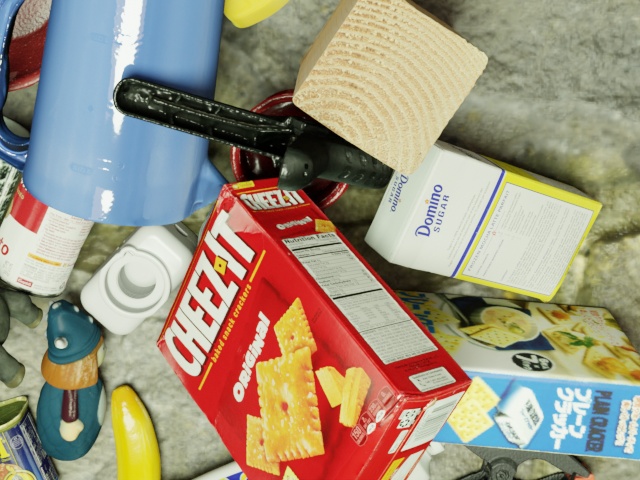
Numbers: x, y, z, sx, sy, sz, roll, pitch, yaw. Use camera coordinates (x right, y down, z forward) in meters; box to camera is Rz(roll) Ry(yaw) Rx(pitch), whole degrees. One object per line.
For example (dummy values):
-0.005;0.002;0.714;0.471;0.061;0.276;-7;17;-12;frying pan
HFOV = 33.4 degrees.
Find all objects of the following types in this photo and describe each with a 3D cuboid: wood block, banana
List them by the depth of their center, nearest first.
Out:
0.044;-0.124;0.744;0.090;0.206;0.091;32;104;-8;wood block
-0.175;0.223;0.932;0.069;0.037;0.198;19;105;-5;banana

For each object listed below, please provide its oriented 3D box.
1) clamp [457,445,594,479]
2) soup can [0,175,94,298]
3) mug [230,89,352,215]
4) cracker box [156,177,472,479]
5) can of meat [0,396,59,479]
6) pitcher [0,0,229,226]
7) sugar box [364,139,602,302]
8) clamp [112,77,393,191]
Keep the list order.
0.145;0.205;0.921;0.171;0.039;0.120;15;107;-3;clamp
-0.216;-0.014;0.851;0.068;0.068;0.102;26;105;-6;soup can
-0.016;-0.061;0.827;0.093;0.081;0.117;-19;104;6;mug
-0.017;0.085;0.743;0.214;0.071;0.164;49;128;31;cracker box
-0.285;0.192;0.916;0.102;0.057;0.084;-17;107;5;can of meat
-0.140;-0.143;0.743;0.148;0.145;0.243;-9;120;-41;pitcher
0.127;-0.015;0.818;0.176;0.048;0.093;16;106;-33;sugar box
-0.010;-0.058;0.696;0.209;0.165;0.036;7;107;-45;clamp
